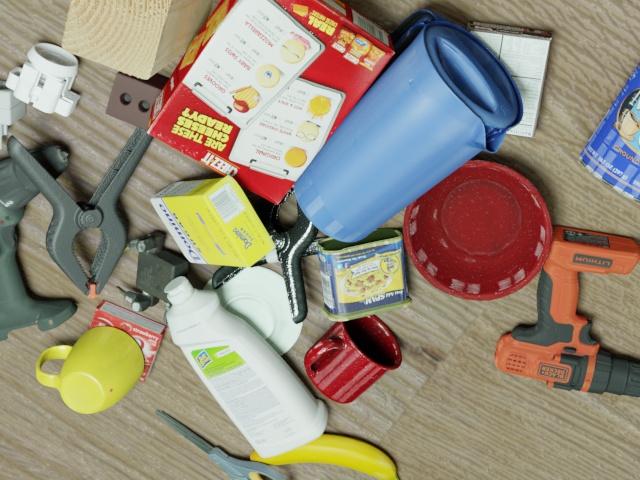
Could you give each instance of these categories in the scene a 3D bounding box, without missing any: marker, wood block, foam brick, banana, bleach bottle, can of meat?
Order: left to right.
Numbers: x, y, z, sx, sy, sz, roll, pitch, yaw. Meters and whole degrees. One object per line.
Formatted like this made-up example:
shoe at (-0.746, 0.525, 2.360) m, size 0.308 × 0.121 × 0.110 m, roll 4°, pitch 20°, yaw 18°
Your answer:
wood block at (-0.173, -0.238, 1.070) m, size 0.091 × 0.206 × 0.090 m, roll 20°, pitch 113°, yaw 0°
foam brick at (-0.190, -0.156, 1.189) m, size 0.078 × 0.051 × 0.053 m, roll 21°, pitch 113°, yaw 0°
bleach bottle at (-0.096, 0.142, 1.265) m, size 0.103 × 0.068 × 0.250 m, roll -26°, pitch 114°, yaw 18°
marker at (-0.032, 0.013, 1.249) m, size 0.121 × 0.020 × 0.020 m, roll -11°, pitch 109°, yaw 13°
banana at (0.011, 0.272, 1.335) m, size 0.198 × 0.037 × 0.070 m, roll 12°, pitch 113°, yaw 4°
can of meat at (0.049, 0.037, 1.213) m, size 0.102 × 0.057 × 0.084 m, roll -12°, pitch 108°, yaw -14°

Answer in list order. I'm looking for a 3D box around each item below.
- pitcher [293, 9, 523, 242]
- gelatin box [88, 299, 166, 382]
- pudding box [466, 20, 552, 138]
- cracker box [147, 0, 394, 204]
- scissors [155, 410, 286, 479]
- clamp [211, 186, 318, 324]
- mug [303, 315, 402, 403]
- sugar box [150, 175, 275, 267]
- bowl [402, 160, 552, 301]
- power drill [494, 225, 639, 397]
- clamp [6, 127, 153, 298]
pitcher at (0.079, -0.112, 1.112) m, size 0.145 × 0.149 × 0.243 m, roll 42°, pitch 127°, yaw -9°
gelatin box at (-0.244, 0.125, 1.320) m, size 0.089 × 0.030 × 0.073 m, roll 23°, pitch 113°, yaw -1°
pudding box at (0.192, -0.170, 1.132) m, size 0.090 × 0.039 × 0.113 m, roll 9°, pitch 114°, yaw 6°
cracker box at (-0.053, -0.166, 1.095) m, size 0.164 × 0.072 × 0.214 m, roll 29°, pitch 117°, yaw -21°
scissors at (-0.116, 0.273, 1.351) m, size 0.201 × 0.016 × 0.096 m, roll 46°, pitch 137°, yaw -10°
clamp at (-0.058, 0.002, 1.225) m, size 0.120 × 0.039 × 0.171 m, roll 12°, pitch 95°, yaw 9°
mug at (0.027, 0.136, 1.242) m, size 0.082 × 0.117 × 0.093 m, roll -46°, pitch 59°, yaw 26°
sugar box at (-0.123, -0.020, 1.175) m, size 0.048 × 0.176 × 0.093 m, roll -37°, pitch 106°, yaw -24°
bowl at (0.175, -0.017, 1.180) m, size 0.162 × 0.055 × 0.162 m, roll 5°, pitch 110°, yaw 13°
power drill at (0.302, 0.086, 1.205) m, size 0.184 × 0.057 × 0.188 m, roll 10°, pitch 113°, yaw 5°
clamp at (-0.277, -0.034, 1.213) m, size 0.164 × 0.036 × 0.210 m, roll -2°, pitch 111°, yaw -28°
